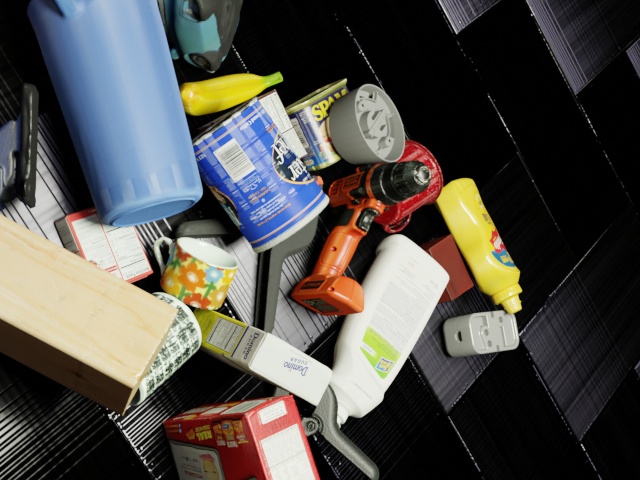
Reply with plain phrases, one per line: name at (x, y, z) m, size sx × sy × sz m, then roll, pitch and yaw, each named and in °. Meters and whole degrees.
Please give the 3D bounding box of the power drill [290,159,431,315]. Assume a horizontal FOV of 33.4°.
power drill at (0.047, -0.005, 1.260) m, size 0.057 × 0.185 × 0.187 m, roll 32°, pitch 69°, yaw -22°

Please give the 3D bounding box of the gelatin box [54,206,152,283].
gelatin box at (-0.226, 0.008, 1.113) m, size 0.073 × 0.030 × 0.089 m, roll -24°, pitch 93°, yaw -43°

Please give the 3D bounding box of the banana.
banana at (-0.120, -0.170, 1.213) m, size 0.037 × 0.070 × 0.197 m, roll 60°, pitch 32°, yaw 0°

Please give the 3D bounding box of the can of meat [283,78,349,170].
can of meat at (0.006, -0.144, 1.335) m, size 0.101 × 0.058 × 0.084 m, roll -35°, pitch 105°, yaw -40°

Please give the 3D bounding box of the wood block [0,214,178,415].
wood block at (-0.248, 0.066, 0.984) m, size 0.206 × 0.091 × 0.090 m, roll 29°, pitch 59°, yaw -2°

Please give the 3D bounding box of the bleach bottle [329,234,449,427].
bleach bottle at (0.063, 0.116, 1.310) m, size 0.102 × 0.068 × 0.250 m, roll 39°, pitch 59°, yaw -10°

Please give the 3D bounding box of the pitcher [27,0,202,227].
pitcher at (-0.200, -0.142, 1.100) m, size 0.149 × 0.145 × 0.243 m, roll -13°, pitch 82°, yaw -35°

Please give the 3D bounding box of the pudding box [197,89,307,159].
pudding box at (-0.079, -0.117, 1.267) m, size 0.113 × 0.039 × 0.090 m, roll -35°, pitch 101°, yaw -42°

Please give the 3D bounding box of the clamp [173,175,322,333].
clamp at (-0.058, 0.002, 1.253) m, size 0.209 × 0.036 × 0.164 m, roll -41°, pitch 106°, yaw -36°

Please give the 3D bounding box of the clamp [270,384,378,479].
clamp at (-0.002, 0.216, 1.218) m, size 0.120 × 0.039 × 0.171 m, roll -7°, pitch 83°, yaw -13°

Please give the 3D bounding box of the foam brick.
foam brick at (0.156, 0.040, 1.417) m, size 0.052 × 0.051 × 0.078 m, roll -28°, pitch 97°, yaw -40°

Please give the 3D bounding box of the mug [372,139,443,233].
mug at (0.097, -0.062, 1.379) m, size 0.081 × 0.093 × 0.117 m, roll -33°, pitch 137°, yaw -36°

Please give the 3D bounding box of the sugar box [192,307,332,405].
sugar box at (-0.069, 0.117, 1.119) m, size 0.093 × 0.176 × 0.048 m, roll 34°, pitch 77°, yaw -29°

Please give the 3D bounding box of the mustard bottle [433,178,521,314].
mustard bottle at (0.219, 0.011, 1.441) m, size 0.192 × 0.058 × 0.096 m, roll 64°, pitch 20°, yaw 10°

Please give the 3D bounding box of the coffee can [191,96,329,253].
coffee can at (-0.071, -0.072, 1.174) m, size 0.140 × 0.103 × 0.102 m, roll 54°, pitch 51°, yaw -11°

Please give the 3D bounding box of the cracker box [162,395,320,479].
cracker box at (-0.065, 0.270, 1.091) m, size 0.071 × 0.164 × 0.214 m, roll -19°, pitch 91°, yaw -40°
